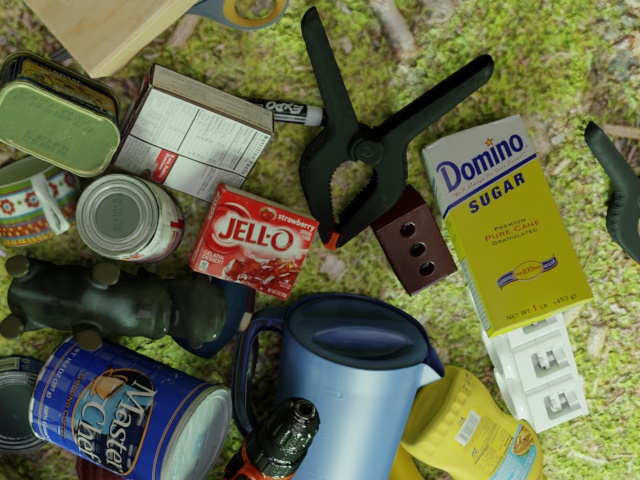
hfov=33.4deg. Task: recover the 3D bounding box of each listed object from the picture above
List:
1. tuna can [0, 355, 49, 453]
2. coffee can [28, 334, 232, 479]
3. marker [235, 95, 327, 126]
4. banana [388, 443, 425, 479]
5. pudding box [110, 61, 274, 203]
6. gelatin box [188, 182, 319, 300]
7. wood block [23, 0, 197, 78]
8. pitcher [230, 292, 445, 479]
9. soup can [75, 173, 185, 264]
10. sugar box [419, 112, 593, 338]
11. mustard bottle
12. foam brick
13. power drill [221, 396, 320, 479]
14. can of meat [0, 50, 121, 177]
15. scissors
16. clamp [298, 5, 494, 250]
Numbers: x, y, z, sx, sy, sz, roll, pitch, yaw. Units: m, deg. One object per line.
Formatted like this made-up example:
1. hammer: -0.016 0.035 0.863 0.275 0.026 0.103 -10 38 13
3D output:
1. tuna can: -0.273 0.147 0.959 0.086 0.034 0.086 -5 114 -11
2. coffee can: -0.161 0.148 0.912 0.140 0.102 0.103 20 112 20
3. marker: -0.031 -0.109 0.908 0.121 0.020 0.020 5 112 -14
4. banana: 0.094 0.234 1.081 0.069 0.037 0.197 -52 120 -19
5. pudding box: -0.106 -0.084 0.880 0.113 0.039 0.090 20 126 -22
6. gelatin box: -0.056 0.001 0.890 0.089 0.030 0.073 20 99 -17
7. wood block: -0.115 -0.223 0.790 0.206 0.091 0.090 -40 98 7
8. pitcher: 0.003 0.177 0.991 0.144 0.149 0.243 -5 119 -33
9. soup can: -0.152 -0.016 0.865 0.068 0.102 0.068 0 87 4
10. sugar box: 0.159 -0.014 0.925 0.093 0.048 0.176 -19 80 -4
11. mustard bottle: 0.169 0.213 1.068 0.191 0.058 0.096 41 72 -26
12. foam brick: 0.080 -0.001 0.963 0.053 0.051 0.078 -29 116 1
13. power drill: -0.082 0.223 0.875 0.057 0.187 0.185 40 136 10
14. can of meat: -0.207 -0.099 0.838 0.102 0.084 0.057 23 106 -21
15. scissors: -0.110 -0.177 0.862 0.202 0.016 0.096 -39 115 6
16. clamp: 0.029 -0.090 0.898 0.164 0.036 0.210 20 116 -16
